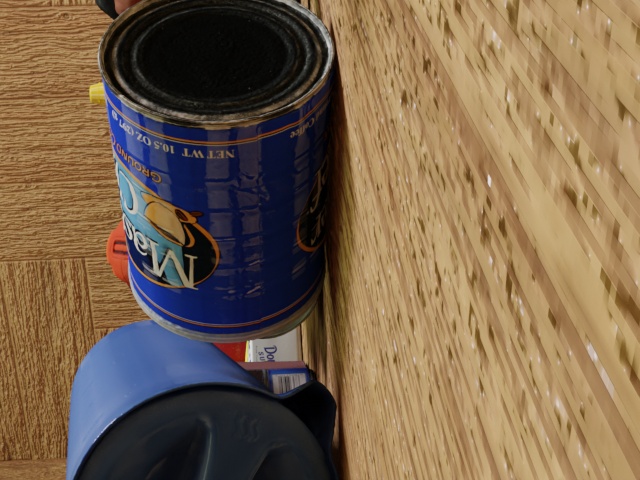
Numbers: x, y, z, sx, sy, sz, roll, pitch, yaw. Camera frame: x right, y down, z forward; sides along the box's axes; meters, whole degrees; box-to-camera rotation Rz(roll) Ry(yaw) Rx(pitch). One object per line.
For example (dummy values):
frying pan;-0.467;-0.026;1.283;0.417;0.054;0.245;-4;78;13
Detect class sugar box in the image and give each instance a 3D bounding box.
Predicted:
sugar box;-0.042;0.118;0.911;0.176;0.048;0.093;99;168;-75

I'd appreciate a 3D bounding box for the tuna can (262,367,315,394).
tuna can;-0.019;0.126;0.696;0.086;0.033;0.086;177;90;-86

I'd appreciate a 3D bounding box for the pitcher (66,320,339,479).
pitcher;-0.091;0.125;0.608;0.243;0.149;0.145;-158;71;-73

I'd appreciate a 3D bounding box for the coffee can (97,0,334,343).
coffee can;-0.046;-0.034;0.509;0.140;0.102;0.103;92;174;-46
